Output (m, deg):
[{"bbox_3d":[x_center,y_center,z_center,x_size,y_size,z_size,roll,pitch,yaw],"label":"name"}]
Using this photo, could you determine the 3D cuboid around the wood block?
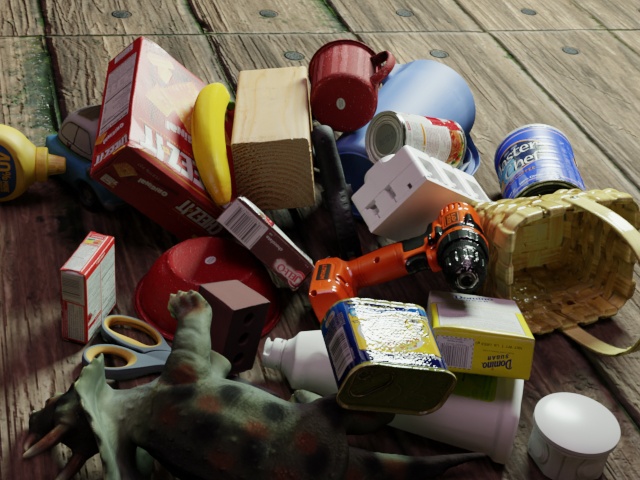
[{"bbox_3d":[-0.055,-0.126,1.288,0.090,0.091,0.206,-5,31,2],"label":"wood block"}]

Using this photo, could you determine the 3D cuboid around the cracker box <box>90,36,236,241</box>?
[{"bbox_3d":[-0.174,-0.117,1.242,0.164,0.072,0.213,37,32,-32],"label":"cracker box"}]

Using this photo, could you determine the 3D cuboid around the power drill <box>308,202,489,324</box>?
[{"bbox_3d":[0.083,0.033,1.098,0.188,0.057,0.184,-21,15,12],"label":"power drill"}]

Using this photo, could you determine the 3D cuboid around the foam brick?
[{"bbox_3d":[-0.091,0.085,1.039,0.051,0.078,0.052,30,25,35],"label":"foam brick"}]

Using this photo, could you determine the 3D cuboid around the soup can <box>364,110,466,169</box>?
[{"bbox_3d":[0.110,-0.113,1.240,0.102,0.069,0.069,3,30,-40],"label":"soup can"}]

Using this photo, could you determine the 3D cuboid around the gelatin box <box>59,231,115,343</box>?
[{"bbox_3d":[-0.234,0.048,1.075,0.030,0.089,0.073,13,34,9],"label":"gelatin box"}]

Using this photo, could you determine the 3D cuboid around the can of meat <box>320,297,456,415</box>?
[{"bbox_3d":[0.055,0.098,0.919,0.102,0.058,0.084,8,39,-23],"label":"can of meat"}]

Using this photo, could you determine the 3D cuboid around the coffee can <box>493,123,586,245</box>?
[{"bbox_3d":[0.277,-0.069,1.339,0.103,0.103,0.140,6,34,-3],"label":"coffee can"}]

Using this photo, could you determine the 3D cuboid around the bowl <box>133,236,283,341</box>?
[{"bbox_3d":[-0.117,0.044,1.136,0.162,0.055,0.162,5,34,-4],"label":"bowl"}]

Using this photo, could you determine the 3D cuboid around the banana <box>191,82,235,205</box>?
[{"bbox_3d":[-0.119,-0.124,1.217,0.069,0.037,0.197,42,30,-32],"label":"banana"}]

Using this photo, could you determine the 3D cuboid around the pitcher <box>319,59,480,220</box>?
[{"bbox_3d":[0.105,-0.120,1.372,0.149,0.145,0.242,10,36,26],"label":"pitcher"}]

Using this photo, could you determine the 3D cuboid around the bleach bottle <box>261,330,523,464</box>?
[{"bbox_3d":[0.065,0.139,1.029,0.251,0.068,0.102,12,30,9],"label":"bleach bottle"}]

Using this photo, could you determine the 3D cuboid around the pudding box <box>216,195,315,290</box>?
[{"bbox_3d":[-0.057,0.001,1.143,0.113,0.039,0.090,45,0,-4],"label":"pudding box"}]

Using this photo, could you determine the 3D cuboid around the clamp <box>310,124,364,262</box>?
[{"bbox_3d":[0.018,-0.058,1.233,0.039,0.171,0.120,-10,15,8],"label":"clamp"}]

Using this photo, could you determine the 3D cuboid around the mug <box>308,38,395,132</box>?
[{"bbox_3d":[0.039,-0.188,1.285,0.117,0.093,0.081,-25,31,21],"label":"mug"}]

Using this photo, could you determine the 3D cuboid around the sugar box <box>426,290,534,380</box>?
[{"bbox_3d":[0.150,0.089,1.034,0.093,0.048,0.176,7,6,4],"label":"sugar box"}]

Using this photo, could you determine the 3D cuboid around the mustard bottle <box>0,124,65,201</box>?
[{"bbox_3d":[-0.394,-0.090,1.237,0.191,0.096,0.058,0,34,-11],"label":"mustard bottle"}]

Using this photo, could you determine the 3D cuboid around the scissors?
[{"bbox_3d":[-0.147,0.129,1.039,0.202,0.016,0.096,26,38,25],"label":"scissors"}]
